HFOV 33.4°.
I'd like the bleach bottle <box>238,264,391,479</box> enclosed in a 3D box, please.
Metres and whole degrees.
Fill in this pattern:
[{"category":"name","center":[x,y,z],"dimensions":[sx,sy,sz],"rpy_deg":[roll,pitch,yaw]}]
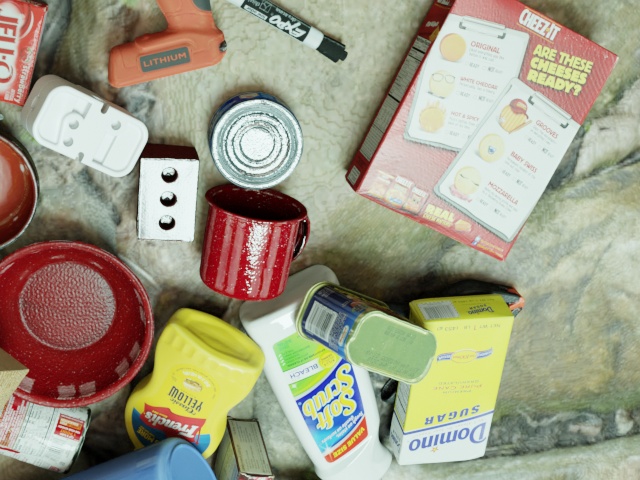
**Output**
[{"category":"bleach bottle","center":[0.014,0.154,1.044],"dimensions":[0.102,0.068,0.251],"rpy_deg":[-27,113,-4]}]

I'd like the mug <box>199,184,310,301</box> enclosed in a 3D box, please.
[{"category":"mug","center":[-0.056,0.001,0.975],"dimensions":[0.117,0.093,0.081],"rpy_deg":[-10,120,-45]}]

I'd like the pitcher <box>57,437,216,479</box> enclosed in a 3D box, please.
[{"category":"pitcher","center":[-0.209,0.276,0.985],"dimensions":[0.243,0.149,0.145],"rpy_deg":[-26,105,15]}]

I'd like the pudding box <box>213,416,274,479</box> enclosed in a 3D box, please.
[{"category":"pudding box","center":[-0.077,0.236,1.026],"dimensions":[0.039,0.113,0.090],"rpy_deg":[10,106,-17]}]

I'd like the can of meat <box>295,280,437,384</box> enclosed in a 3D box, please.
[{"category":"can of meat","center":[0.042,0.083,0.950],"dimensions":[0.101,0.084,0.057],"rpy_deg":[22,92,-35]}]

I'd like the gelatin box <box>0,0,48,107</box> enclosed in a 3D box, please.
[{"category":"gelatin box","center":[-0.277,-0.166,0.905],"dimensions":[0.073,0.030,0.089],"rpy_deg":[14,105,-14]}]

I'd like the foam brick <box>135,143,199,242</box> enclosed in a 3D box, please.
[{"category":"foam brick","center":[-0.138,-0.043,0.958],"dimensions":[0.053,0.051,0.078],"rpy_deg":[2,107,-11]}]

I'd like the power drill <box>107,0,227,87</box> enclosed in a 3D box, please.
[{"category":"power drill","center":[-0.162,-0.227,0.891],"dimensions":[0.184,0.057,0.187],"rpy_deg":[-12,111,-2]}]

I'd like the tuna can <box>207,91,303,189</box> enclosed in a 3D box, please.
[{"category":"tuna can","center":[-0.059,-0.090,0.966],"dimensions":[0.086,0.034,0.086],"rpy_deg":[-3,108,-9]}]

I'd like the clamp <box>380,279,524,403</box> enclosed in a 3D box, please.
[{"category":"clamp","center":[0.119,0.095,1.056],"dimensions":[0.171,0.039,0.120],"rpy_deg":[-12,123,-4]}]

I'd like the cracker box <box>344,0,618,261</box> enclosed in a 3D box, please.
[{"category":"cracker box","center":[0.142,-0.111,0.975],"dimensions":[0.164,0.072,0.214],"rpy_deg":[24,102,-17]}]

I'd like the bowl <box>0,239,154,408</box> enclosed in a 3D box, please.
[{"category":"bowl","center":[-0.233,0.069,0.975],"dimensions":[0.162,0.055,0.162],"rpy_deg":[-2,108,-7]}]

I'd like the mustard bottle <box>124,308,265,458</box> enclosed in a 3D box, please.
[{"category":"mustard bottle","center":[-0.132,0.158,1.005],"dimensions":[0.096,0.058,0.192],"rpy_deg":[29,121,-2]}]

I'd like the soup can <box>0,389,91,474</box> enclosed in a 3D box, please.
[{"category":"soup can","center":[-0.274,0.171,0.996],"dimensions":[0.102,0.068,0.068],"rpy_deg":[22,103,-16]}]

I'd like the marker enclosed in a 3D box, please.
[{"category":"marker","center":[-0.029,-0.192,0.946],"dimensions":[0.121,0.020,0.020],"rpy_deg":[27,101,-17]}]

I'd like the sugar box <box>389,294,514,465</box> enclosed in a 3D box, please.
[{"category":"sugar box","center":[0.124,0.137,1.032],"dimensions":[0.093,0.048,0.176],"rpy_deg":[-3,120,-12]}]
